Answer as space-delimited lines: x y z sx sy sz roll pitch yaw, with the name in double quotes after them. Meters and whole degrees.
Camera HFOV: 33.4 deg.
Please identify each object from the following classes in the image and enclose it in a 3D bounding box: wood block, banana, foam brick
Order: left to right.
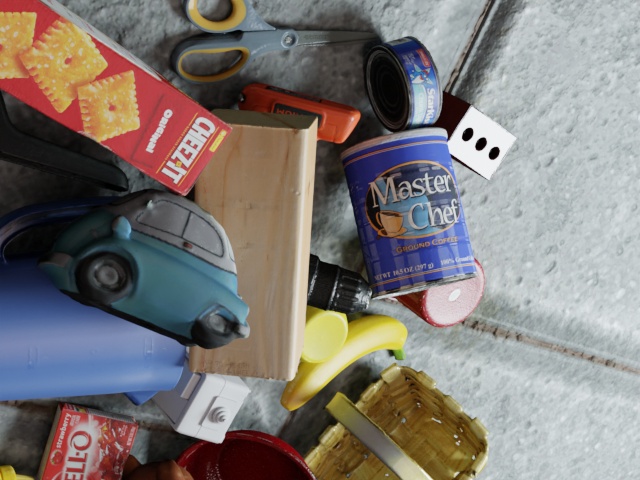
-0.055 0.001 0.884 0.090 0.090 0.206 5 104 4 "wood block"
0.033 0.115 1.087 0.197 0.037 0.069 -14 108 -46 "banana"
0.146 -0.104 1.065 0.078 0.051 0.053 27 97 -38 "foam brick"

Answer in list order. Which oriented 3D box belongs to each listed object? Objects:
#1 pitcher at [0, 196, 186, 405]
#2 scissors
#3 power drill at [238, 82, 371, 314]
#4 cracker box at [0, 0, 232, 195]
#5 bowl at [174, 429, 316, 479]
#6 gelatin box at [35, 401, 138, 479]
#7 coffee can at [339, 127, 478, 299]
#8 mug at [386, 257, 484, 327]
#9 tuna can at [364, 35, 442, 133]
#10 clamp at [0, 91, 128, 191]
-0.238 0.059 0.866 0.242 0.149 0.145 -3 157 -27 "pitcher"
-0.040 -0.193 0.931 0.201 0.016 0.096 -22 122 -22 "scissors"
-0.025 -0.035 0.949 0.184 0.057 0.188 15 102 -3 "power drill"
-0.190 -0.130 0.774 0.213 0.164 0.072 32 95 -38 "cracker box"
-0.069 0.248 1.075 0.162 0.055 0.162 5 116 11 "bowl"
-0.217 0.201 0.987 0.073 0.030 0.089 16 93 -21 "gelatin box"
0.082 -0.024 0.996 0.102 0.103 0.140 -9 84 -28 "coffee can"
0.106 0.034 1.089 0.117 0.082 0.093 20 101 -37 "mug"
0.075 -0.142 0.982 0.033 0.086 0.086 -18 121 -22 "tuna can"
-0.266 -0.060 0.791 0.210 0.036 0.164 47 65 -16 "clamp"
